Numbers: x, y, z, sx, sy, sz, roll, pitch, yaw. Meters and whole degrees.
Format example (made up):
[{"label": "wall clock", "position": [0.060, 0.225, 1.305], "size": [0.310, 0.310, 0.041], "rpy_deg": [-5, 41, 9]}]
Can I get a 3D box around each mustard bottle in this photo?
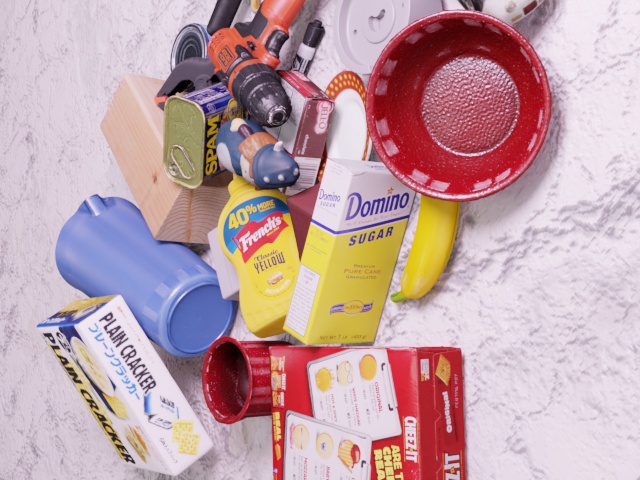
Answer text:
[{"label": "mustard bottle", "position": [-0.058, 0.001, 1.140], "size": [0.096, 0.058, 0.192], "rpy_deg": [-24, 67, 7]}]

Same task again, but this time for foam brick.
[{"label": "foam brick", "position": [0.007, -0.011, 1.068], "size": [0.051, 0.052, 0.078], "rpy_deg": [30, 140, 49]}]

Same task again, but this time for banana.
[{"label": "banana", "position": [0.100, -0.028, 0.989], "size": [0.070, 0.037, 0.198], "rpy_deg": [23, 106, 49]}]

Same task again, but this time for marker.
[{"label": "marker", "position": [-0.025, -0.185, 1.166], "size": [0.020, 0.020, 0.121], "rpy_deg": [48, 123, 41]}]

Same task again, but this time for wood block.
[{"label": "wood block", "position": [-0.184, -0.101, 1.302], "size": [0.091, 0.090, 0.206], "rpy_deg": [-56, 48, 31]}]

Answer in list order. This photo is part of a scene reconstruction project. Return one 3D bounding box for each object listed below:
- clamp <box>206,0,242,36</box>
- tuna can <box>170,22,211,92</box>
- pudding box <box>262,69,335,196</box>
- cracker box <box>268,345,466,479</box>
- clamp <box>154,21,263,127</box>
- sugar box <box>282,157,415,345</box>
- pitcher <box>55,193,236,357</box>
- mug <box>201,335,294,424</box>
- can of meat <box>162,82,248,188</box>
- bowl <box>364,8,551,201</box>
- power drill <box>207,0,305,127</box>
[{"label": "clamp", "position": [-0.080, -0.353, 1.219], "size": [0.210, 0.036, 0.164], "rpy_deg": [-39, 52, 46]}, {"label": "tuna can", "position": [-0.149, -0.223, 1.310], "size": [0.086, 0.033, 0.086], "rpy_deg": [-5, 84, 51]}, {"label": "pudding box", "position": [-0.029, -0.114, 1.135], "size": [0.090, 0.039, 0.114], "rpy_deg": [51, 130, 53]}, {"label": "cracker box", "position": [0.041, 0.182, 1.022], "size": [0.214, 0.071, 0.164], "rpy_deg": [-6, 84, 49]}, {"label": "clamp", "position": [-0.121, -0.170, 1.243], "size": [0.172, 0.039, 0.120], "rpy_deg": [-19, 80, 39]}, {"label": "sugar box", "position": [0.030, 0.012, 1.028], "size": [0.048, 0.093, 0.176], "rpy_deg": [32, 113, 44]}, {"label": "pitcher", "position": [-0.209, 0.054, 1.307], "size": [0.243, 0.149, 0.145], "rpy_deg": [30, 96, 44]}, {"label": "mug", "position": [-0.074, 0.158, 1.156], "size": [0.093, 0.081, 0.117], "rpy_deg": [55, 128, 37]}, {"label": "can of meat", "position": [-0.126, -0.119, 1.188], "size": [0.058, 0.083, 0.102], "rpy_deg": [22, 121, 28]}, {"label": "bowl", "position": [0.123, -0.116, 0.923], "size": [0.162, 0.055, 0.162], "rpy_deg": [4, 100, 21]}, {"label": "power drill", "position": [-0.034, -0.221, 1.098], "size": [0.188, 0.057, 0.185], "rpy_deg": [-50, 40, 13]}]
